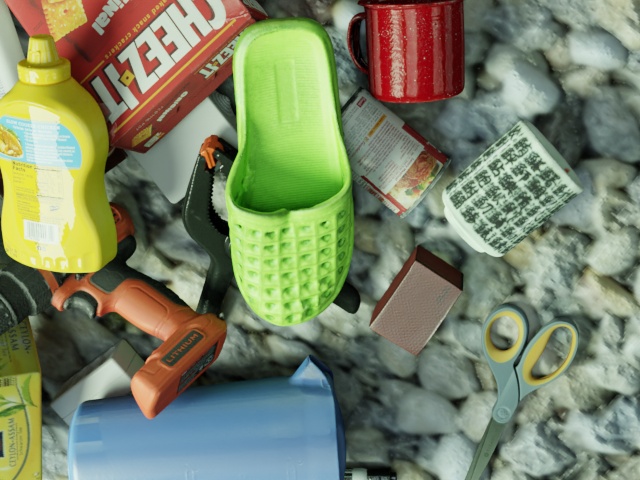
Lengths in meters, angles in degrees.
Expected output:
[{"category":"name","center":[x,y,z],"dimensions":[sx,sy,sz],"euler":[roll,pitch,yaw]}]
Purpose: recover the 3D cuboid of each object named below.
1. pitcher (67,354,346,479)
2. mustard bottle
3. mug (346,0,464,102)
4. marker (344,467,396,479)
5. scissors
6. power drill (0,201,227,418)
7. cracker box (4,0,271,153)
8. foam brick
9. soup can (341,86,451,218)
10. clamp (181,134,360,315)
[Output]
[{"category":"pitcher","center":[-0.097,0.201,0.969],"dimensions":[0.243,0.149,0.145],"euler":[-4,148,1]},{"category":"mustard bottle","center":[-0.219,-0.072,0.868],"dimensions":[0.096,0.058,0.192],"euler":[10,116,19]},{"category":"mug","center":[0.070,-0.164,0.901],"dimensions":[0.117,0.093,0.081],"euler":[10,113,37]},{"category":"marker","center":[0.014,0.230,1.037],"dimensions":[0.121,0.020,0.020],"euler":[-2,104,8]},{"category":"scissors","center":[0.159,0.142,0.996],"dimensions":[0.096,0.016,0.202],"euler":[37,106,-1]},{"category":"power drill","center":[-0.190,0.067,0.932],"dimensions":[0.188,0.184,0.057],"euler":[39,146,13]},{"category":"cracker box","center":[-0.166,-0.207,0.897],"dimensions":[0.164,0.072,0.214],"euler":[-40,78,15]},{"category":"foam brick","center":[0.088,0.054,0.965],"dimensions":[0.053,0.051,0.078],"euler":[33,106,-2]},{"category":"soup can","center":[0.053,-0.077,0.929],"dimensions":[0.102,0.068,0.068],"euler":[39,106,-3]},{"category":"clamp","center":[-0.056,0.001,0.956],"dimensions":[0.164,0.036,0.210],"euler":[-8,122,6]}]
